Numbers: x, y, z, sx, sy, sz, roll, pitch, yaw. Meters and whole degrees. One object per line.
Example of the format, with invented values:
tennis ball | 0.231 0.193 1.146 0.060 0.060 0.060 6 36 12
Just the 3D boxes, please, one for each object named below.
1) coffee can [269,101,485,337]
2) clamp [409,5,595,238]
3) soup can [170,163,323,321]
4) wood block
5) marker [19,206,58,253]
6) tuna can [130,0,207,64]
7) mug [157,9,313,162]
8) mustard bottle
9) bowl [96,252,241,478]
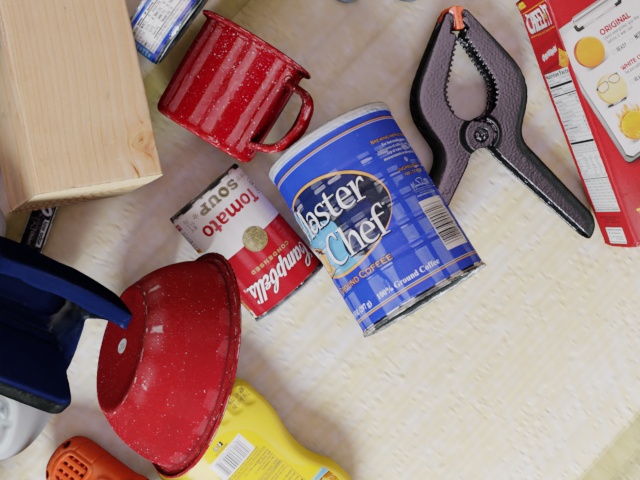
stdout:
coffee can | 0.041 -0.015 0.780 0.102 0.103 0.140 -30 81 -6
clamp | 0.114 -0.075 0.838 0.164 0.036 0.210 -20 98 -7
soup can | -0.055 0.001 0.801 0.068 0.068 0.102 -41 96 -5
wood block | -0.186 -0.132 0.748 0.090 0.090 0.206 -12 88 -29
marker | -0.203 -0.036 0.804 0.020 0.020 0.121 20 89 -8
tuna can | -0.108 -0.171 0.779 0.033 0.086 0.086 36 87 -10
mug | -0.058 -0.105 0.781 0.117 0.093 0.081 32 92 23
mustard bottle | -0.026 0.201 0.816 0.191 0.058 0.096 43 82 -7
bowl | -0.114 0.081 0.744 0.055 0.162 0.162 15 90 -27
